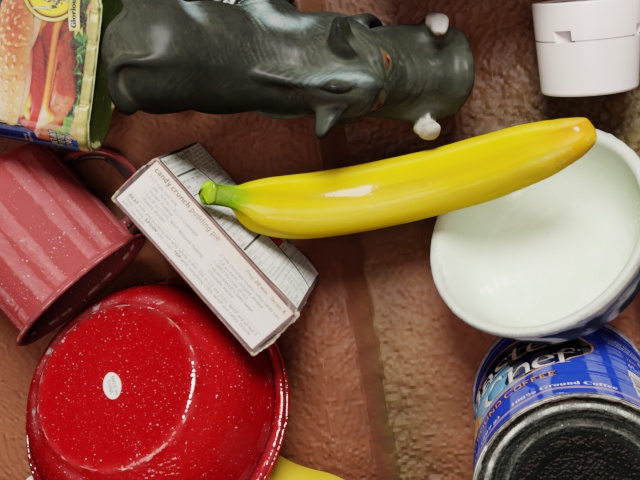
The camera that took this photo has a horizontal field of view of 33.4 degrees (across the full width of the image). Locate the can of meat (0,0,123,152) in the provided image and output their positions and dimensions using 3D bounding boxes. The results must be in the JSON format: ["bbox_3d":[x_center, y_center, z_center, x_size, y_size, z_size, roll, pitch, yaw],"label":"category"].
[{"bbox_3d":[-0.149,-0.100,0.550,0.084,0.057,0.102,10,102,2],"label":"can of meat"}]

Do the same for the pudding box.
[{"bbox_3d":[-0.054,0.001,0.585,0.039,0.090,0.113,-43,93,13],"label":"pudding box"}]

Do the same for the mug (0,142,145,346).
[{"bbox_3d":[-0.152,-0.008,0.607,0.117,0.093,0.081,-42,87,-17],"label":"mug"}]

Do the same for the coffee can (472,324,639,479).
[{"bbox_3d":[0.130,0.104,0.551,0.103,0.140,0.103,2,101,8],"label":"coffee can"}]

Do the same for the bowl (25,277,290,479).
[{"bbox_3d":[-0.101,0.087,0.588,0.162,0.055,0.162,-6,66,14],"label":"bowl"}]

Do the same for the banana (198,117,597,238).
[{"bbox_3d":[0.041,-0.028,0.552,0.198,0.069,0.037,-11,86,5],"label":"banana"}]
